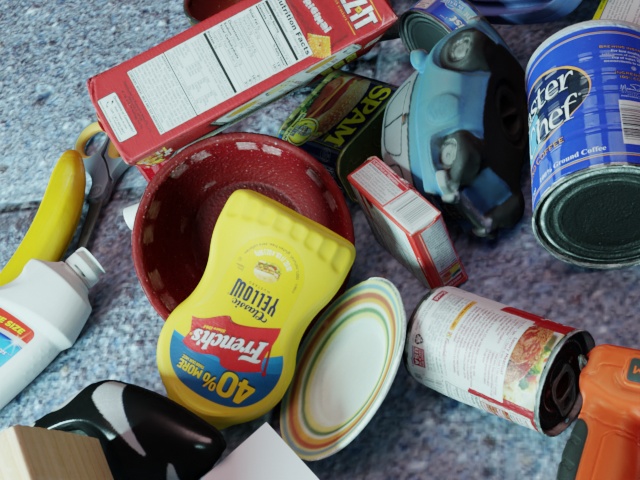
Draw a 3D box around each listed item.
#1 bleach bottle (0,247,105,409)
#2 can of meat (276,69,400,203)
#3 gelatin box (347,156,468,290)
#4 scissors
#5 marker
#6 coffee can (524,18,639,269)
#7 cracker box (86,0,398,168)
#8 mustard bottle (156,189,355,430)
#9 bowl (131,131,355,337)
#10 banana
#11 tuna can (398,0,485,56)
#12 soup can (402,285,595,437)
[{"bbox_3d":[-0.281,0.091,0.848,0.250,0.068,0.103,-42,72,-14],"label":"bleach bottle"},{"bbox_3d":[0.025,-0.088,0.867,0.084,0.057,0.102,25,65,43],"label":"can of meat"},{"bbox_3d":[0.062,-0.011,0.766,0.030,0.073,0.089,-36,44,-8],"label":"gelatin box"},{"bbox_3d":[-0.214,-0.048,0.982,0.096,0.016,0.201,4,56,34],"label":"scissors"},{"bbox_3d":[-0.096,-0.038,0.833,0.121,0.020,0.020,-21,45,8],"label":"marker"},{"bbox_3d":[0.194,-0.066,0.727,0.103,0.102,0.140,-10,48,19],"label":"coffee can"},{"bbox_3d":[-0.060,-0.132,0.799,0.213,0.072,0.164,-29,4,-3],"label":"cracker box"},{"bbox_3d":[-0.059,0.067,0.739,0.096,0.058,0.192,28,94,1],"label":"mustard bottle"},{"bbox_3d":[-0.055,0.001,0.792,0.162,0.162,0.055,-27,3,3],"label":"bowl"},{"bbox_3d":[-0.251,0.005,0.925,0.070,0.037,0.197,20,70,31],"label":"banana"},{"bbox_3d":[0.105,-0.161,0.869,0.033,0.086,0.086,-42,46,-15],"label":"tuna can"},{"bbox_3d":[0.111,0.073,0.671,0.102,0.068,0.068,19,62,38],"label":"soup can"}]
